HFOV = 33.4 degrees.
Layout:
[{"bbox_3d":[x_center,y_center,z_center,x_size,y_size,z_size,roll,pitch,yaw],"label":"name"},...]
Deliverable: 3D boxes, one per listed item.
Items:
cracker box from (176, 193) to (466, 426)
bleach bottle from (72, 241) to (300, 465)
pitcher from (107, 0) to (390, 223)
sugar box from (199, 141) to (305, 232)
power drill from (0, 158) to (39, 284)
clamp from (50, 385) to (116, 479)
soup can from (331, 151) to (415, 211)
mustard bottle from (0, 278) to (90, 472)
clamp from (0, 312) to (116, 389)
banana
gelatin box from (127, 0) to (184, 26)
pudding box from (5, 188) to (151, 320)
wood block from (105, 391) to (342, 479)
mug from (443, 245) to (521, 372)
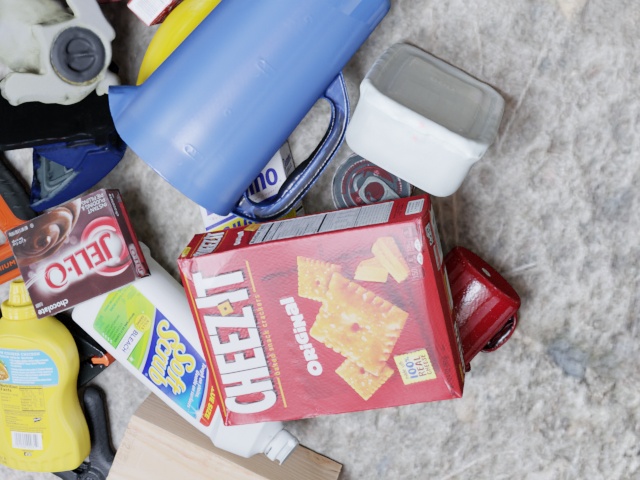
[{"bbox_3d":[0.004,0.063,0.906,0.214,0.072,0.164,-9,107,13],"label":"cracker box"},{"bbox_3d":[-0.119,0.116,1.025,0.251,0.068,0.103,39,109,12],"label":"bleach bottle"},{"bbox_3d":[-0.048,-0.142,0.917,0.243,0.149,0.145,-48,59,7],"label":"pitcher"},{"bbox_3d":[-0.057,0.001,1.019,0.093,0.048,0.176,-12,103,15],"label":"sugar box"},{"bbox_3d":[-0.354,-0.042,1.061,0.185,0.057,0.187,-23,99,16],"label":"power drill"},{"bbox_3d":[-0.250,0.246,1.127,0.120,0.039,0.171,-22,99,19],"label":"clamp"},{"bbox_3d":[0.052,-0.055,0.952,0.068,0.102,0.068,3,105,11],"label":"soup can"},{"bbox_3d":[-0.284,0.131,1.051,0.096,0.058,0.192,2,107,16],"label":"mustard bottle"},{"bbox_3d":[-0.312,0.108,1.104,0.210,0.036,0.164,-7,104,17],"label":"clamp"},{"bbox_3d":[-0.127,-0.160,0.972,0.069,0.037,0.198,22,121,-28],"label":"banana"},{"bbox_3d":[-0.124,-0.233,0.955,0.030,0.073,0.089,46,107,-4],"label":"gelatin box"},{"bbox_3d":[-0.225,0.012,0.993,0.114,0.039,0.090,-22,87,17],"label":"pudding box"},{"bbox_3d":[-0.095,0.235,1.065,0.206,0.090,0.090,25,109,4],"label":"wood block"},{"bbox_3d":[0.137,0.065,0.981,0.117,0.093,0.081,32,106,-31],"label":"mug"}]
